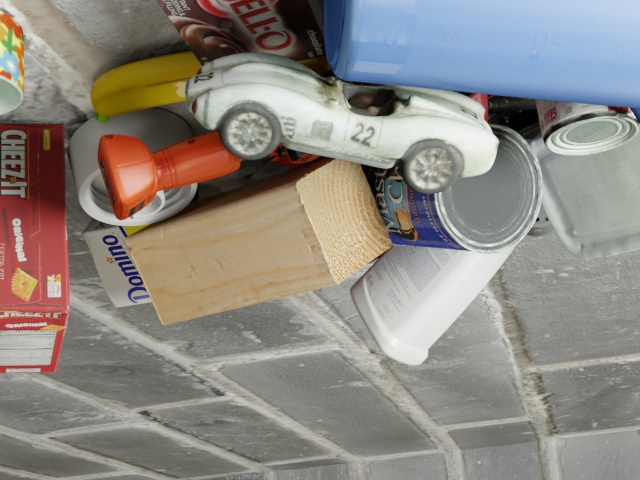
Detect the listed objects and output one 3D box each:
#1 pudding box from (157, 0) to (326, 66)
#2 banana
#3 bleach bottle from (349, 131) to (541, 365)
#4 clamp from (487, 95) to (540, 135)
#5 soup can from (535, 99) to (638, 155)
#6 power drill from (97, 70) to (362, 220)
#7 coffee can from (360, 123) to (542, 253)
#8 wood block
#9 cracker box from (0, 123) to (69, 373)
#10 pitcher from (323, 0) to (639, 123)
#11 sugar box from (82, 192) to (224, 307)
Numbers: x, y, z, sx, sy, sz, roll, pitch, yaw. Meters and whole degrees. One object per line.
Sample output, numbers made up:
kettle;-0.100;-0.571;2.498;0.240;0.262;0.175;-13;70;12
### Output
pudding box;-0.050;-0.156;0.709;0.090;0.039;0.113;-9;159;11
banana;-0.096;-0.122;0.804;0.198;0.037;0.069;-8;-177;15
bleach bottle;0.139;-0.002;0.992;0.068;0.103;0.251;22;119;-44
clamp;0.200;-0.118;0.870;0.171;0.039;0.120;-11;173;10
soup can;0.186;-0.120;0.765;0.068;0.102;0.068;-4;161;-2
power drill;-0.067;-0.071;0.790;0.187;0.057;0.185;-16;176;-15
coffee can;0.101;-0.043;0.892;0.102;0.103;0.140;6;180;-26
wood block;-0.056;0.000;0.915;0.207;0.090;0.090;-15;-168;39
cracker box;-0.265;0.015;0.948;0.072;0.164;0.214;-1;160;-17
pitcher;0.129;-0.156;0.647;0.242;0.149;0.145;1;174;-7
sugar box;-0.138;0.009;1.066;0.176;0.048;0.093;-12;116;12
